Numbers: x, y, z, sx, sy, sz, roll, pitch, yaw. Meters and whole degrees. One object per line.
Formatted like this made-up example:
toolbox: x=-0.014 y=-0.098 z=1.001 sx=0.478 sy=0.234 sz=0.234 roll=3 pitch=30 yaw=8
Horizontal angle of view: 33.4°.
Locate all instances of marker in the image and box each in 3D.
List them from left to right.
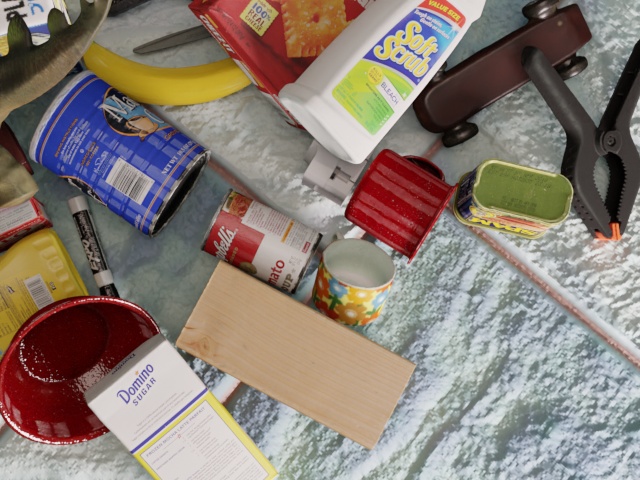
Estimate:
marker: x=-0.222 y=0.015 z=1.053 sx=0.020 sy=0.020 sz=0.121 roll=-20 pitch=85 yaw=-6

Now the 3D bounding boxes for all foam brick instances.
foam brick: x=-0.328 y=-0.075 z=1.041 sx=0.078 sy=0.051 sz=0.053 roll=-28 pitch=84 yaw=-7

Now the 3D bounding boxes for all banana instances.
banana: x=-0.151 y=-0.169 z=1.065 sx=0.197 sy=0.037 sz=0.070 roll=8 pitch=100 yaw=-8

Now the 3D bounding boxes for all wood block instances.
wood block: x=-0.025 y=0.110 z=1.018 sx=0.206 sy=0.090 sz=0.091 roll=28 pitch=82 yaw=1

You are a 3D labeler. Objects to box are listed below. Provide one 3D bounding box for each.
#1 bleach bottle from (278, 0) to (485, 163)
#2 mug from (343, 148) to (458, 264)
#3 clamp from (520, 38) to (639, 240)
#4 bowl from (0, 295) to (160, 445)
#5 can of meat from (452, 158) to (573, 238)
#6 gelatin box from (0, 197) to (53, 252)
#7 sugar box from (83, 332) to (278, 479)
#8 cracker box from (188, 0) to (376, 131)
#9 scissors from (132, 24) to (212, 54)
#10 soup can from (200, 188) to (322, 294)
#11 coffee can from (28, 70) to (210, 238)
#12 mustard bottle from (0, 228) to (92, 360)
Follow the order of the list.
bleach bottle: x=0.077 y=-0.197 z=1.011 sx=0.250 sy=0.068 sz=0.102 roll=-51 pitch=122 yaw=-8
mug: x=0.082 y=-0.044 z=1.051 sx=0.081 sy=0.093 sz=0.117 roll=32 pitch=52 yaw=5
clamp: x=0.289 y=-0.107 z=1.078 sx=0.164 sy=0.036 sz=0.210 roll=-17 pitch=99 yaw=-24
bowl: x=-0.230 y=0.110 z=0.998 sx=0.161 sy=0.055 sz=0.162 roll=-16 pitch=125 yaw=-25
can of meat: x=0.190 y=-0.042 z=1.053 sx=0.102 sy=0.084 sz=0.057 roll=13 pitch=82 yaw=-2
gelatin box: x=-0.307 y=-0.010 z=1.023 sx=0.089 sy=0.073 sz=0.030 roll=-27 pitch=86 yaw=-7
sugar box: x=-0.130 y=0.181 z=0.998 sx=0.093 sy=0.048 sz=0.176 roll=-39 pitch=105 yaw=-9
cracker box: x=0.005 y=-0.238 z=1.039 sx=0.213 sy=0.072 sz=0.164 roll=-46 pitch=118 yaw=-7
scissors: x=-0.081 y=-0.207 z=1.092 sx=0.201 sy=0.016 sz=0.096 roll=-32 pitch=86 yaw=-7
soup can: x=-0.057 y=0.001 z=1.040 sx=0.102 sy=0.068 sz=0.068 roll=26 pitch=82 yaw=0
coffee can: x=-0.192 y=-0.083 z=1.025 sx=0.140 sy=0.103 sz=0.103 roll=34 pitch=82 yaw=1
mustard bottle: x=-0.322 y=0.070 z=1.017 sx=0.191 sy=0.058 sz=0.096 roll=-26 pitch=107 yaw=-6
